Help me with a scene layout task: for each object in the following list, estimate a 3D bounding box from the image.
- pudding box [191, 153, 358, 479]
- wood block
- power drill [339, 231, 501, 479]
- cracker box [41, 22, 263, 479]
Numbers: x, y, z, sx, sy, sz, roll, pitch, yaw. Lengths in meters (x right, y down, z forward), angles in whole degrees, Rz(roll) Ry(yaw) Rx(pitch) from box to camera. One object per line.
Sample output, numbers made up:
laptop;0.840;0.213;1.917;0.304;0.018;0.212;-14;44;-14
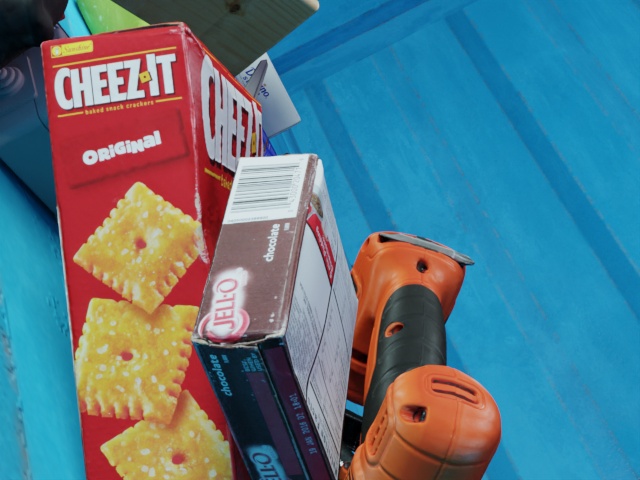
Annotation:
pudding box;-0.014;0.032;0.433;0.113;0.039;0.090;-79;159;-49
wood block;-0.107;-0.210;0.735;0.205;0.091;0.090;27;37;-47
power drill;0.028;0.096;0.496;0.187;0.057;0.185;-86;-165;-59
cracker box;-0.061;0.025;0.503;0.164;0.072;0.214;32;52;-82
